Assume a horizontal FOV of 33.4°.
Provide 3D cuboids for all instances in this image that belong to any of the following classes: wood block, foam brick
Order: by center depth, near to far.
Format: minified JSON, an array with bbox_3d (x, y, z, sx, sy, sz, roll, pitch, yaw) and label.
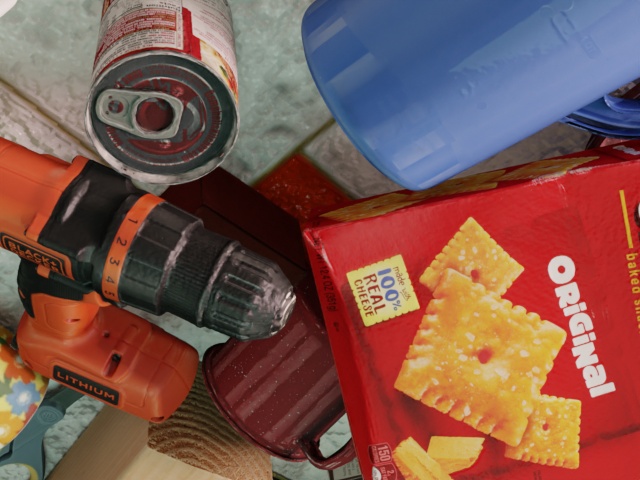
[{"bbox_3d":[-0.054,0.001,0.606,0.078,0.051,0.053,33,117,-27],"label":"foam brick"},{"bbox_3d":[-0.127,0.179,0.712,0.090,0.091,0.206,27,120,-24],"label":"wood block"}]

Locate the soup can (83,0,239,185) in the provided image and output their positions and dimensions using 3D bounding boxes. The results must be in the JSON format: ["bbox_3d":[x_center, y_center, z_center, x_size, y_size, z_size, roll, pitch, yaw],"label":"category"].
[{"bbox_3d":[-0.074,-0.083,0.507,0.068,0.102,0.068,-3,128,-4],"label":"soup can"}]

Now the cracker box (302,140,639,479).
[{"bbox_3d":[0.112,0.044,0.542,0.214,0.072,0.164,-11,102,8],"label":"cracker box"}]

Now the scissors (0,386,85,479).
[{"bbox_3d":[-0.176,0.127,0.713,0.202,0.016,0.096,-22,128,10],"label":"scissors"}]

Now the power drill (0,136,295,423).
[{"bbox_3d":[-0.103,0.030,0.555,0.184,0.057,0.188,25,150,8],"label":"power drill"}]

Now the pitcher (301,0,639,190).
[{"bbox_3d":[0.121,-0.118,0.487,0.243,0.149,0.144,-32,162,22],"label":"pitcher"}]

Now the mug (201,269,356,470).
[{"bbox_3d":[-0.006,0.080,0.637,0.093,0.117,0.082,21,120,-46],"label":"mug"}]
